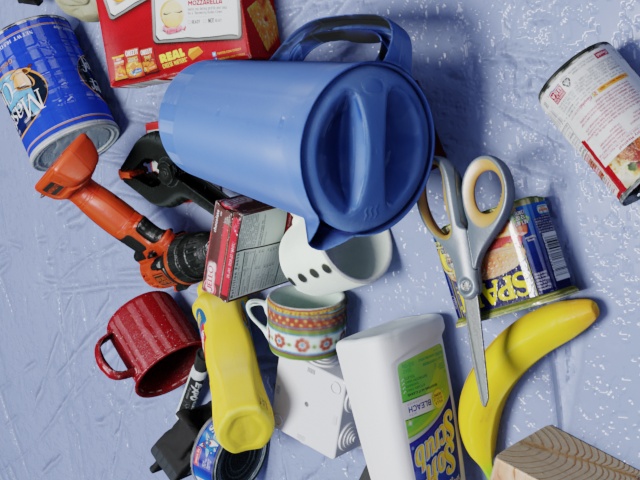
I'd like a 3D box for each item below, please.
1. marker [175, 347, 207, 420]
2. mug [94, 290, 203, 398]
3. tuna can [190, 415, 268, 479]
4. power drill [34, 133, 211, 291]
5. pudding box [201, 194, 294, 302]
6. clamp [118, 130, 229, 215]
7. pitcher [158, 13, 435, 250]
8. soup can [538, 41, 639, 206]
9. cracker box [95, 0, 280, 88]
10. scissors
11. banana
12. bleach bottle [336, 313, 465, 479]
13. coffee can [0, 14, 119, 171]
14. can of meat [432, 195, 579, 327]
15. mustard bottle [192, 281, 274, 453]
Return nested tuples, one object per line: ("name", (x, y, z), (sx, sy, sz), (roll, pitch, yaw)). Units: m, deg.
("marker", (-0.135, 0.155, 1.146), (0.020, 0.020, 0.121), (47, 138, 23))
("mug", (-0.185, 0.112, 1.137), (0.081, 0.117, 0.093), (53, 143, 25))
("tuna can", (-0.092, 0.218, 1.096), (0.034, 0.085, 0.086), (19, 112, 35))
("power drill", (-0.187, -0.022, 1.063), (0.187, 0.057, 0.185), (43, 155, -15))
("pudding box", (-0.057, 0.001, 0.998), (0.039, 0.113, 0.090), (27, 116, 33))
("clamp", (-0.136, -0.063, 1.062), (0.172, 0.039, 0.120), (-11, 94, 48))
("pitcher", (-0.027, -0.099, 0.885), (0.243, 0.149, 0.145), (18, 132, 50))
("soup can", (0.215, -0.085, 0.775), (0.102, 0.068, 0.069), (55, 129, 18))
("cracker box", (-0.135, -0.264, 1.018), (0.164, 0.072, 0.214), (-7, 95, 28))
("scissors", (0.129, 0.022, 0.832), (0.096, 0.016, 0.202), (-28, 76, 40))
("banana", (0.161, 0.115, 0.891), (0.070, 0.037, 0.198), (28, 120, 12))
("bleach bottle", (0.088, 0.197, 0.926), (0.068, 0.102, 0.251), (-13, 92, 44))
("coffee can", (-0.296, -0.161, 1.175), (0.103, 0.102, 0.140), (-35, 76, 40))
("can of meat", (0.147, 0.017, 0.865), (0.102, 0.057, 0.084), (-21, 83, 41))
("mustard bottle", (-0.091, 0.106, 1.061), (0.096, 0.058, 0.191), (87, 170, -55))
